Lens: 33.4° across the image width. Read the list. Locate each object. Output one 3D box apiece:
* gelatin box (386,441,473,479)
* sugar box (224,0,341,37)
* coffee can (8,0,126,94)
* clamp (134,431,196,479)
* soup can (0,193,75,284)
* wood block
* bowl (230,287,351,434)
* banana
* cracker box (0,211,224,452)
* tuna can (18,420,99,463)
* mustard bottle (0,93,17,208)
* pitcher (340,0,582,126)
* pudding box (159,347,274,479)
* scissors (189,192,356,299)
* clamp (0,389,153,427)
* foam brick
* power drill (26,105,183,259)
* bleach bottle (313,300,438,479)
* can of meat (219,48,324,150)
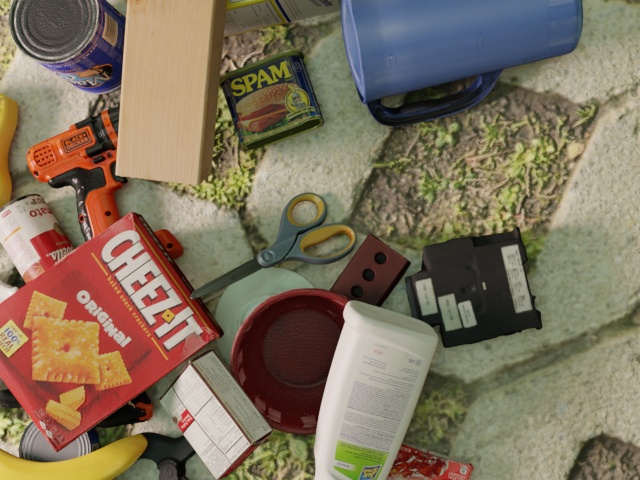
[{"bbox_3d":[0.111,0.261,1.137,0.089,0.030,0.073,16,87,11],"label":"gelatin box"},{"bbox_3d":[-0.069,-0.270,1.190,0.176,0.093,0.048,-14,82,7],"label":"sugar box"},{"bbox_3d":[-0.271,-0.229,1.194,0.103,0.140,0.103,-1,84,9],"label":"coffee can"},{"bbox_3d":[-0.159,0.246,1.180,0.210,0.036,0.164,-2,78,9],"label":"clamp"},{"bbox_3d":[-0.322,0.006,1.216,0.068,0.068,0.102,-35,79,4],"label":"soup can"},{"bbox_3d":[-0.155,-0.170,1.121,0.091,0.090,0.206,7,102,2],"label":"wood block"},{"bbox_3d":[-0.016,0.123,1.145,0.162,0.055,0.162,-1,101,-5],"label":"bowl"},{"bbox_3d":[-0.286,0.245,1.165,0.198,0.037,0.069,-1,85,9],"label":"banana"},{"bbox_3d":[-0.236,0.096,1.131,0.213,0.072,0.164,-35,90,-2],"label":"cracker box"},{"bbox_3d":[-0.294,0.236,1.205,0.086,0.033,0.086,-1,84,9],"label":"tuna can"},{"bbox_3d":[-0.407,-0.075,1.243,0.096,0.058,0.191,1,84,9],"label":"mustard bottle"},{"bbox_3d":[0.146,-0.221,1.130,0.243,0.149,0.145,-10,77,-1],"label":"pitcher"},{"bbox_3d":[-0.111,0.183,1.123,0.113,0.039,0.090,50,133,11],"label":"pudding box"},{"bbox_3d":[-0.058,0.001,1.155,0.201,0.016,0.096,-11,65,-21],"label":"scissors"},{"bbox_3d":[-0.272,0.166,1.191,0.171,0.039,0.120,29,67,12],"label":"clamp"},{"bbox_3d":[0.055,0.039,1.158,0.053,0.051,0.078,35,90,11],"label":"foam brick"},{"bbox_3d":[-0.223,-0.058,1.214,0.184,0.057,0.188,-23,79,4],"label":"power drill"},{"bbox_3d":[0.035,0.195,1.104,0.102,0.068,0.251,18,101,-9],"label":"bleach bottle"},{"bbox_3d":[-0.055,-0.156,1.194,0.102,0.057,0.084,-19,84,8],"label":"can of meat"}]
